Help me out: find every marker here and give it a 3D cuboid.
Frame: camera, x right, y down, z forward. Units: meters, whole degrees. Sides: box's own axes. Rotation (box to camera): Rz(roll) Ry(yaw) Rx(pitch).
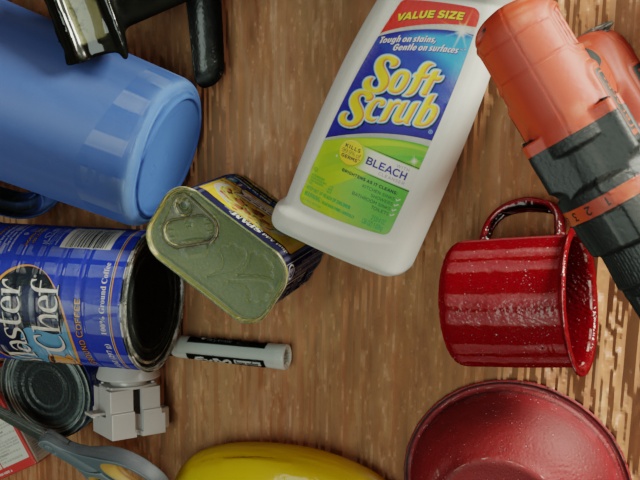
[{"bbox_3d":[-0.081,0.082,0.799,0.121,0.020,0.020,4,104,20],"label":"marker"}]

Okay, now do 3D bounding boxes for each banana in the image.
[{"bbox_3d":[-0.036,0.180,0.799,0.198,0.037,0.069,-8,129,26],"label":"banana"}]

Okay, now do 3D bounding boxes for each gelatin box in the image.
[{"bbox_3d":[-0.272,0.152,0.884,0.073,0.030,0.089,-27,92,26],"label":"gelatin box"}]

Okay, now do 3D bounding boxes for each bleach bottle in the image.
[{"bbox_3d":[0.055,-0.109,0.679,0.103,0.068,0.251,24,108,14],"label":"bleach bottle"}]

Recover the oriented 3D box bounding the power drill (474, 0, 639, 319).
[{"bbox_3d":[0.161,-0.049,0.583,0.057,0.187,0.184,-29,90,23],"label":"power drill"}]

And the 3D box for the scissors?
[{"bbox_3d":[-0.192,0.152,0.811,0.201,0.016,0.096,37,143,-7],"label":"scissors"}]

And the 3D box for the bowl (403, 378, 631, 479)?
[{"bbox_3d":[0.127,0.179,0.723,0.162,0.055,0.162,5,105,20],"label":"bowl"}]

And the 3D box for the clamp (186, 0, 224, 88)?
[{"bbox_3d":[-0.100,-0.203,0.729,0.120,0.039,0.171,23,109,11],"label":"clamp"}]

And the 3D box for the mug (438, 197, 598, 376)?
[{"bbox_3d":[0.126,0.028,0.676,0.082,0.093,0.117,-3,71,26],"label":"mug"}]

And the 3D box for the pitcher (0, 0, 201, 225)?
[{"bbox_3d":[-0.214,-0.092,0.757,0.243,0.149,0.145,22,80,12],"label":"pitcher"}]

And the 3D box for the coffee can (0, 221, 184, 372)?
[{"bbox_3d":[-0.183,0.039,0.778,0.140,0.102,0.103,3,104,16],"label":"coffee can"}]

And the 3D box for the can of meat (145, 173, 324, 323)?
[{"bbox_3d":[-0.055,0.001,0.734,0.102,0.083,0.057,37,113,9],"label":"can of meat"}]

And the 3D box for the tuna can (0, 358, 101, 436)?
[{"bbox_3d":[-0.210,0.113,0.848,0.086,0.033,0.086,5,104,20],"label":"tuna can"}]
